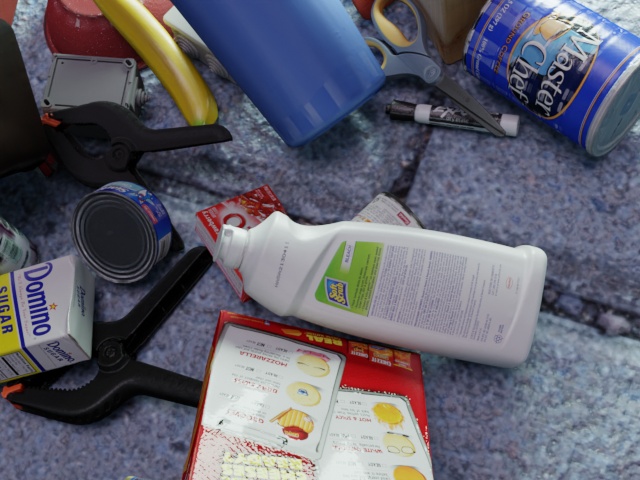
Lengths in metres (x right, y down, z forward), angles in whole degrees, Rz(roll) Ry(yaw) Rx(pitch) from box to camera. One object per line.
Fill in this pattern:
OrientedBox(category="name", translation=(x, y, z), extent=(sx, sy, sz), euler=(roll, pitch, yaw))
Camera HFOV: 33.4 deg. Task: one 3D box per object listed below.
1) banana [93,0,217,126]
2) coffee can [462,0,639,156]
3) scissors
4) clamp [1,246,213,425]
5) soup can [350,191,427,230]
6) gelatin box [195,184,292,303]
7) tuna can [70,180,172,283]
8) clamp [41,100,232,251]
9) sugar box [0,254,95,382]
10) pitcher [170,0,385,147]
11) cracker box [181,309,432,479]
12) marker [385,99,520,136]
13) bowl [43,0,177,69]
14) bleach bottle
OrientedBox(category="banana", translation=(-0.152, -0.175, 1.003), extent=(0.037, 0.069, 0.198), euler=(-38, 85, 7))
OrientedBox(category="coffee can", translation=(0.208, -0.152, 0.917), extent=(0.140, 0.103, 0.102), euler=(38, 77, 24))
OrientedBox(category="scissors", translation=(0.084, -0.141, 0.961), extent=(0.096, 0.016, 0.202), euler=(-37, 58, 21))
OrientedBox(category="clamp", translation=(-0.163, 0.107, 0.898), extent=(0.210, 0.036, 0.165), euler=(-25, 54, -1))
OrientedBox(category="soup can", translation=(0.036, 0.016, 0.890), extent=(0.102, 0.068, 0.069), euler=(-41, 64, -10))
OrientedBox(category="gelatin box", translation=(-0.056, 0.001, 0.923), extent=(0.073, 0.030, 0.089), euler=(-24, 61, -23))
OrientedBox(category="tuna can", translation=(-0.173, -0.008, 0.933), extent=(0.086, 0.086, 0.033), euler=(14, 26, 17))
OrientedBox(category="clamp", translation=(-0.165, -0.082, 0.956), extent=(0.171, 0.039, 0.120), euler=(34, 90, 3))
OrientedBox(category="sugar box", translation=(-0.282, 0.077, 0.914), extent=(0.176, 0.048, 0.093), euler=(-18, 47, 11))
OrientedBox(category="pitcher", translation=(-0.045, -0.211, 0.938), extent=(0.149, 0.145, 0.243), euler=(-35, 96, 6))
OrientedBox(category="cracker box", translation=(-0.010, 0.148, 0.753), extent=(0.164, 0.072, 0.213), euler=(13, 29, -6))
OrientedBox(category="marker", translation=(0.118, -0.111, 0.961), extent=(0.121, 0.020, 0.020), euler=(9, 67, 15))
OrientedBox(category="bowl", translation=(-0.211, -0.245, 1.069), extent=(0.162, 0.055, 0.162), euler=(-4, 65, 9))
OrientedBox(category="bleach bottle", translation=(0.044, 0.025, 0.824), extent=(0.250, 0.068, 0.102), euler=(15, 79, -11))
